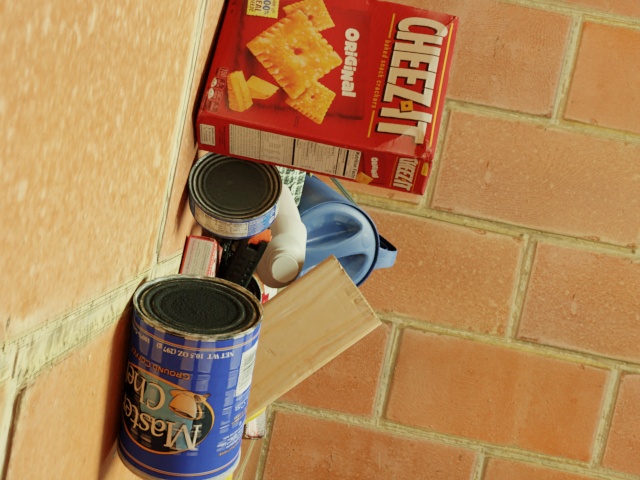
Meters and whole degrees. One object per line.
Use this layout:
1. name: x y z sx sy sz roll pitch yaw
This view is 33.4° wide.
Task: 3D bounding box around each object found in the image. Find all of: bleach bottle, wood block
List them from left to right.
1. bleach bottle: -0.058 0.001 1.214 0.251 0.068 0.103 -117 -136 -71
2. wood block: -0.045 0.112 1.125 0.206 0.090 0.091 -35 175 -2

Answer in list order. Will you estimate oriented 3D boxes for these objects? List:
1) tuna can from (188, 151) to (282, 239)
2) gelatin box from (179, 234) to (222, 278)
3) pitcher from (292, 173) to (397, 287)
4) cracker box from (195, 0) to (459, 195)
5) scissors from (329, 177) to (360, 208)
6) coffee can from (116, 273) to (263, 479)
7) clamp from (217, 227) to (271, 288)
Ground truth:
1. tuna can: -0.079 -0.043 0.982 0.034 0.086 0.086 101 2 -54
2. gelatin box: -0.122 0.043 1.056 0.073 0.030 0.089 86 16 -83
3. pitcher: -0.007 -0.020 1.485 0.149 0.145 0.243 58 -3 -24
4. cracker box: 0.008 -0.146 0.975 0.072 0.213 0.164 97 5 -64
5. scissors: -0.015 -0.121 1.489 0.016 0.202 0.096 -39 166 17
6. coffee can: -0.106 0.112 0.858 0.102 0.103 0.140 -73 175 -66
7. clamp: -0.094 0.028 1.129 0.210 0.036 0.164 151 -47 -71
